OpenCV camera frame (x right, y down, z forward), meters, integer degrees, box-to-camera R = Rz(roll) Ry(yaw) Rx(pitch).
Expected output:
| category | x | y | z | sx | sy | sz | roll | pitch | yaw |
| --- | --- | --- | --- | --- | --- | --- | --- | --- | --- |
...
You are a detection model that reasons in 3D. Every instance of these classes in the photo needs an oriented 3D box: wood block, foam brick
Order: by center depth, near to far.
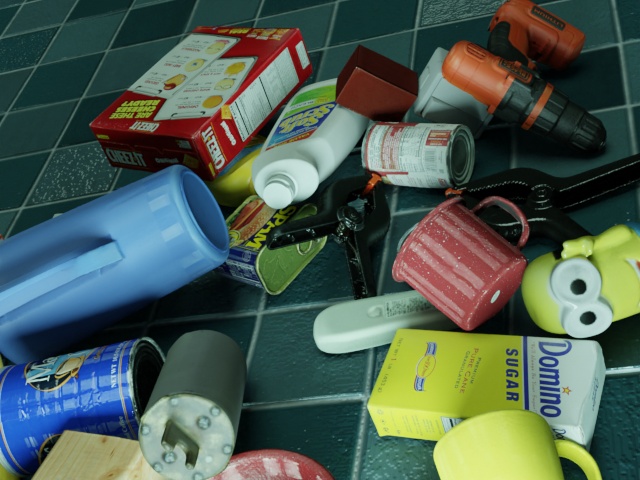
| category | x | y | z | sx | sy | sz | roll | pitch | yaw |
| --- | --- | --- | --- | --- | --- | --- | --- | --- | --- |
| wood block | -0.204 | 0.260 | 0.835 | 0.090 | 0.091 | 0.205 | 2 | 44 | 29 |
| foam brick | 0.061 | -0.168 | 1.169 | 0.053 | 0.078 | 0.051 | -54 | 19 | 36 |

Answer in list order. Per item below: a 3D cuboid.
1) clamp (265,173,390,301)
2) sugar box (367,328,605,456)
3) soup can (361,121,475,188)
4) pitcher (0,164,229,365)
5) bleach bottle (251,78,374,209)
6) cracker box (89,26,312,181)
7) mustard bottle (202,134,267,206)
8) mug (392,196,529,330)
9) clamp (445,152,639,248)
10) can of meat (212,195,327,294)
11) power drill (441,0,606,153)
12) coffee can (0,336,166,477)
| category | x | y | z | sx | sy | sz | roll | pitch | yaw |
| --- | --- | --- | --- | --- | --- | --- | --- | --- | --- |
| clamp | 0.015 | -0.016 | 1.065 | 0.039 | 0.120 | 0.171 | -48 | 15 | 39 |
| sugar box | 0.136 | 0.121 | 0.873 | 0.176 | 0.048 | 0.093 | -1 | 42 | 27 |
| soup can | 0.104 | -0.091 | 1.128 | 0.102 | 0.068 | 0.068 | 6 | 45 | 31 |
| pitcher | -0.220 | 0.023 | 1.054 | 0.243 | 0.145 | 0.149 | -26 | 44 | 13 |
| bleach bottle | -0.009 | -0.102 | 1.150 | 0.103 | 0.068 | 0.250 | -9 | 25 | 18 |
| cracker box | -0.133 | -0.163 | 1.233 | 0.164 | 0.072 | 0.213 | 10 | 47 | 36 |
| mustard bottle | -0.100 | -0.086 | 1.230 | 0.096 | 0.058 | 0.192 | -37 | 40 | -19 |
| mug | 0.130 | 0.014 | 0.915 | 0.082 | 0.093 | 0.117 | 41 | 84 | 24 |
| clamp | 0.225 | -0.039 | 1.029 | 0.210 | 0.036 | 0.164 | 11 | 49 | 36 |
| can of meat | -0.057 | 0.001 | 1.106 | 0.084 | 0.057 | 0.102 | 14 | 49 | 41 |
| power drill | 0.232 | -0.181 | 1.142 | 0.184 | 0.057 | 0.187 | 31 | 38 | 0 |
| coffee can | -0.213 | 0.150 | 0.963 | 0.140 | 0.103 | 0.103 | -13 | 38 | 11 |
